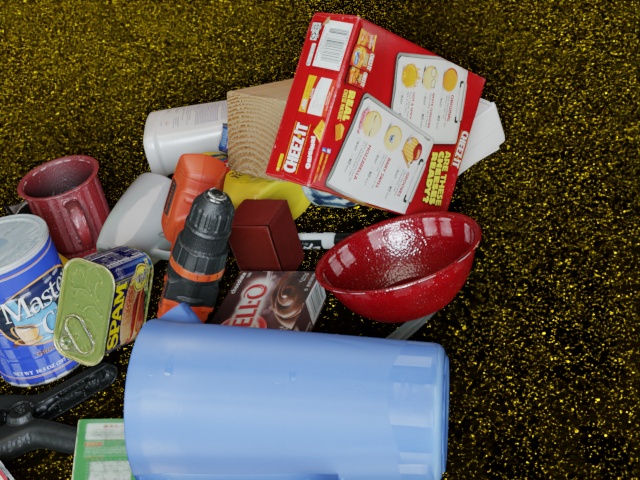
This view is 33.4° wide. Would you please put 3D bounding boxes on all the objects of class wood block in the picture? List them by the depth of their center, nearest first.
[{"bbox_3d":[-0.004,-0.136,1.222,0.090,0.091,0.205,15,23,37],"label":"wood block"}]

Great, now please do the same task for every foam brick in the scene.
[{"bbox_3d":[-0.057,0.001,1.105,0.053,0.078,0.051,2,38,26],"label":"foam brick"}]

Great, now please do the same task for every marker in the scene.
[{"bbox_3d":[-0.013,0.000,1.142,0.121,0.020,0.020,0,35,23],"label":"marker"}]

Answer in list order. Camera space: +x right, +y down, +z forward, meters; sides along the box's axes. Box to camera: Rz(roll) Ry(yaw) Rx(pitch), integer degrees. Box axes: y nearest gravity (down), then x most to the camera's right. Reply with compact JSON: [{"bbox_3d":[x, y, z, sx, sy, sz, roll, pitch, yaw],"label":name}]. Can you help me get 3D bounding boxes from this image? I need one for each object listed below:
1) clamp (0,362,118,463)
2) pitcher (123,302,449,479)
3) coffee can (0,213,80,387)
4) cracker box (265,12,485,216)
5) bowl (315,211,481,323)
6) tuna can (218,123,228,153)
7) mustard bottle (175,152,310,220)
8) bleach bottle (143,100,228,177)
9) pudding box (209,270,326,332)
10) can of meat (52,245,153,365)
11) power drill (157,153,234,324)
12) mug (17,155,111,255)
[{"bbox_3d":[-0.265,0.162,0.988,0.171,0.039,0.120,-5,27,5],"label":"clamp"},{"bbox_3d":[-0.024,0.140,0.831,0.243,0.149,0.145,1,19,9],"label":"pitcher"},{"bbox_3d":[-0.296,0.059,1.059,0.103,0.140,0.103,-11,33,7],"label":"coffee can"},{"bbox_3d":[0.059,-0.116,1.064,0.072,0.164,0.213,19,4,43],"label":"cracker box"},{"bbox_3d":[0.079,0.032,1.007,0.162,0.055,0.162,-15,22,6],"label":"bowl"},{"bbox_3d":[-0.079,-0.116,1.282,0.086,0.034,0.086,12,7,-2],"label":"tuna can"},{"bbox_3d":[-0.106,-0.064,1.243,0.096,0.058,0.192,-29,33,-35],"label":"mustard bottle"},{"bbox_3d":[-0.094,-0.145,1.361,0.251,0.068,0.102,-10,33,4],"label":"bleach bottle"},{"bbox_3d":[-0.053,0.076,1.025,0.090,0.039,0.113,0,35,24],"label":"pudding box"},{"bbox_3d":[-0.209,0.060,1.038,0.057,0.102,0.083,17,16,17],"label":"can of meat"},{"bbox_3d":[-0.124,-0.009,1.054,0.057,0.185,0.187,14,33,-13],"label":"power drill"},{"bbox_3d":[-0.276,-0.033,1.190,0.093,0.081,0.117,-25,35,-17],"label":"mug"}]
